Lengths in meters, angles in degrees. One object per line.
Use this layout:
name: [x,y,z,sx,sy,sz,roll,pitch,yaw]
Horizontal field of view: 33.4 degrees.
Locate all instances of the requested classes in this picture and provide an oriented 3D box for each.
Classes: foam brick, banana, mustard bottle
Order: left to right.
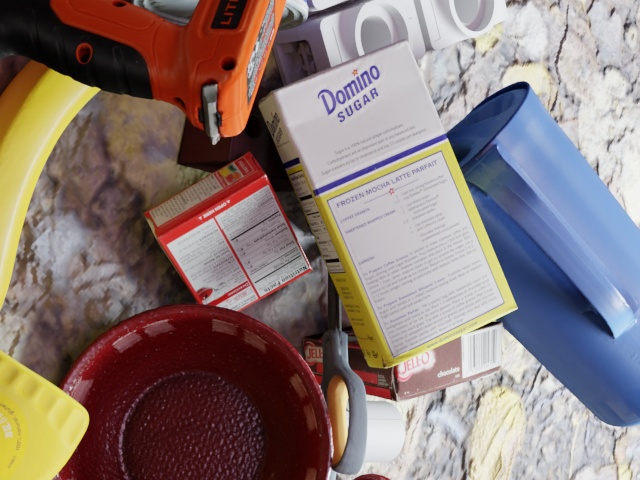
mustard bottle: [-0.205,0.143,0.528,0.096,0.058,0.191,38,68,-18]
banana: [-0.154,-0.048,0.583,0.069,0.037,0.197,44,64,-33]
foam brick: [-0.041,-0.064,0.673,0.078,0.051,0.053,15,82,-41]

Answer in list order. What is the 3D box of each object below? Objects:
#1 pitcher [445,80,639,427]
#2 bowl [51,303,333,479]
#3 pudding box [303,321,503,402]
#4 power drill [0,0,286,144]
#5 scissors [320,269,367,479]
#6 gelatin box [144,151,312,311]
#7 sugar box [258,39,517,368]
pitcher: [0.169,0.018,0.753,0.242,0.145,0.149,46,48,-10]
bowl: [-0.075,0.119,0.618,0.162,0.055,0.162,0,81,-3]
pudding box: [0.058,0.078,0.742,0.113,0.090,0.039,-7,98,-42]
power drill: [-0.113,-0.133,0.532,0.057,0.187,0.184,91,12,-65]
scissors: [0.004,0.088,0.685,0.016,0.202,0.096,14,116,-13]
gelatin box: [-0.054,0.001,0.645,0.073,0.030,0.089,-31,134,-5]
sugar box: [0.040,-0.021,0.640,0.093,0.048,0.176,-23,91,-16]
